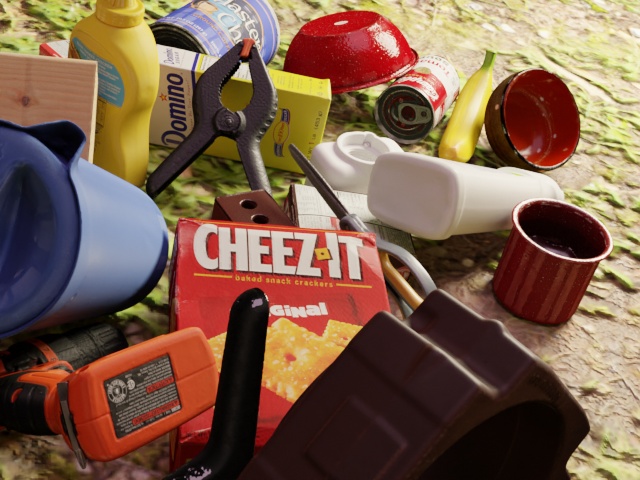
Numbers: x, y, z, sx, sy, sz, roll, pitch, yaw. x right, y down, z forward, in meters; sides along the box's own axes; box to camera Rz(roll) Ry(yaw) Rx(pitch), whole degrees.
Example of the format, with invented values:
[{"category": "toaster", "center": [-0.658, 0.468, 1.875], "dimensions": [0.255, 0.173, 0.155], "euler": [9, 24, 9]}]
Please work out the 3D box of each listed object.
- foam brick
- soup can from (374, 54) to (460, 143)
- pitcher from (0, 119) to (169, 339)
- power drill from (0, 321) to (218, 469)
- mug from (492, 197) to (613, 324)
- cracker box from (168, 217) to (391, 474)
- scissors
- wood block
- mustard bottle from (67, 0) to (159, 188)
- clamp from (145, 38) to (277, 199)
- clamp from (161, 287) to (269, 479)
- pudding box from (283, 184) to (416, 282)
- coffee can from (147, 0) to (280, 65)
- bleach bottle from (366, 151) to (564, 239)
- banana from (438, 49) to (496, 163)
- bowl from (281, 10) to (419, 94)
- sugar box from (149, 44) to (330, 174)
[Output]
[{"category": "foam brick", "center": [-0.056, 0.001, 0.919], "dimensions": [0.052, 0.051, 0.078], "euler": [-12, 44, -31]}, {"category": "soup can", "center": [0.109, -0.157, 1.176], "dimensions": [0.068, 0.069, 0.102], "euler": [24, 36, 12]}, {"category": "pitcher", "center": [-0.194, 0.007, 0.733], "dimensions": [0.149, 0.145, 0.242], "euler": [-4, -4, 8]}, {"category": "power drill", "center": [-0.155, 0.092, 0.687], "dimensions": [0.188, 0.057, 0.184], "euler": [-9, 10, 41]}, {"category": "mug", "center": [0.208, 0.015, 0.970], "dimensions": [0.093, 0.082, 0.117], "euler": [21, 37, 8]}, {"category": "cracker box", "center": [-0.028, 0.082, 0.786], "dimensions": [0.164, 0.072, 0.213], "euler": [5, 45, -12]}, {"category": "scissors", "center": [0.030, 0.007, 0.907], "dimensions": [0.016, 0.096, 0.202], "euler": [-24, 49, -28]}, {"category": "wood block", "center": [-0.285, -0.098, 0.847], "dimensions": [0.206, 0.090, 0.091], "euler": [4, 80, -10]}, {"category": "mustard bottle", "center": [-0.185, -0.141, 0.943], "dimensions": [0.058, 0.192, 0.096], "euler": [-24, 51, -41]}, {"category": "clamp", "center": [-0.095, -0.102, 0.982], "dimensions": [0.120, 0.171, 0.039], "euler": [6, -7, -9]}, {"category": "clamp", "center": [-0.040, 0.152, 0.648], "dimensions": [0.164, 0.210, 0.036], "euler": [35, -6, -33]}, {"category": "pudding box", "center": [0.025, -0.007, 0.971], "dimensions": [0.113, 0.039, 0.090], "euler": [9, 35, -12]}, {"category": "coffee can", "center": [-0.119, -0.202, 1.125], "dimensions": [0.103, 0.103, 0.140], "euler": [25, 37, 14]}, {"category": "bleach bottle", "center": [0.159, -0.041, 1.004], "dimensions": [0.103, 0.068, 0.250], "euler": [21, 14, 41]}, {"category": "banana", "center": [0.155, -0.129, 1.155], "dimensions": [0.037, 0.069, 0.197], "euler": [9, 45, 15]}, {"category": "bowl", "center": [0.026, -0.215, 1.184], "dimensions": [0.162, 0.055, 0.162], "euler": [-9, 26, 4]}, {"category": "sugar box", "center": [-0.084, -0.126, 1.045], "dimensions": [0.176, 0.093, 0.048], "euler": [9, 36, -7]}]
